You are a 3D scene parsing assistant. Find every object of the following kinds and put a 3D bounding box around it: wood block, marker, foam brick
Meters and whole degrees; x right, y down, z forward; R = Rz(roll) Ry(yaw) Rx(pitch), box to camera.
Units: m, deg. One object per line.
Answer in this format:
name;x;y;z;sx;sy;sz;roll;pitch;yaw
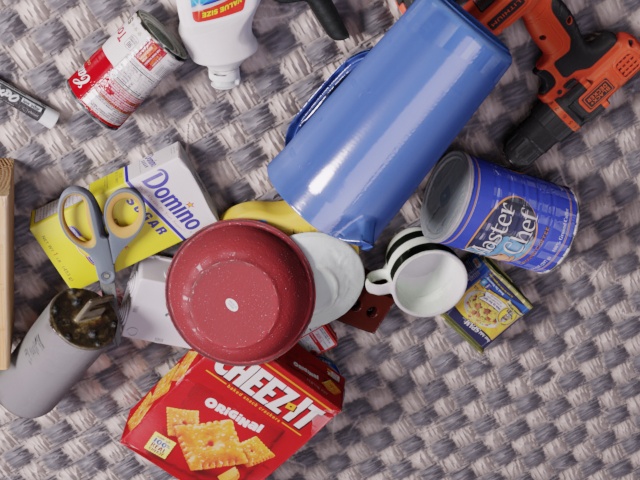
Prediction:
wood block;-0.364;0.024;1.100;0.090;0.090;0.206;2;119;-13
marker;-0.314;-0.148;1.050;0.121;0.020;0.020;31;110;-25
foam brick;0.036;0.061;1.219;0.078;0.051;0.053;22;113;-21

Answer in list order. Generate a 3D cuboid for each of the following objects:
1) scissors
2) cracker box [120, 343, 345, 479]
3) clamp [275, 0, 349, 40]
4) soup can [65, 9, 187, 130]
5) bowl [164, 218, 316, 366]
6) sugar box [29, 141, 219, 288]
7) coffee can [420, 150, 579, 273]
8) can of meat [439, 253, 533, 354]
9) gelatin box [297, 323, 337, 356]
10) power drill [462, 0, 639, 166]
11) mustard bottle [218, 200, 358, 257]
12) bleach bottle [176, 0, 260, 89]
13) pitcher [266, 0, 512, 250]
scissors;-0.209;0.022;1.118;0.096;0.016;0.201;-20;125;-1
cracker box;-0.102;0.197;1.233;0.164;0.072;0.214;37;116;-17
clamp;-0.008;-0.248;1.010;0.171;0.039;0.120;-4;123;-39
soup can;-0.187;-0.165;1.036;0.102;0.068;0.068;-42;119;13
bowl;-0.086;0.060;1.107;0.162;0.055;0.162;1;100;3
sugar box;-0.206;-0.024;1.127;0.176;0.048;0.093;-25;122;5
coffee can;0.195;-0.030;1.166;0.140;0.103;0.103;16;115;-19
can of meat;0.186;0.070;1.250;0.084;0.057;0.102;-42;119;11
gelatin box;-0.035;0.109;1.246;0.089;0.030;0.073;-29;120;8
power drill;0.221;-0.184;1.111;0.187;0.057;0.184;38;107;-29
mustard bottle;-0.058;0.001;1.162;0.191;0.058;0.096;-11;123;-4
bleach bottle;-0.089;-0.263;1.002;0.102;0.068;0.251;-5;123;-6
pitcher;0.064;-0.124;1.039;0.149;0.145;0.243;40;108;1
